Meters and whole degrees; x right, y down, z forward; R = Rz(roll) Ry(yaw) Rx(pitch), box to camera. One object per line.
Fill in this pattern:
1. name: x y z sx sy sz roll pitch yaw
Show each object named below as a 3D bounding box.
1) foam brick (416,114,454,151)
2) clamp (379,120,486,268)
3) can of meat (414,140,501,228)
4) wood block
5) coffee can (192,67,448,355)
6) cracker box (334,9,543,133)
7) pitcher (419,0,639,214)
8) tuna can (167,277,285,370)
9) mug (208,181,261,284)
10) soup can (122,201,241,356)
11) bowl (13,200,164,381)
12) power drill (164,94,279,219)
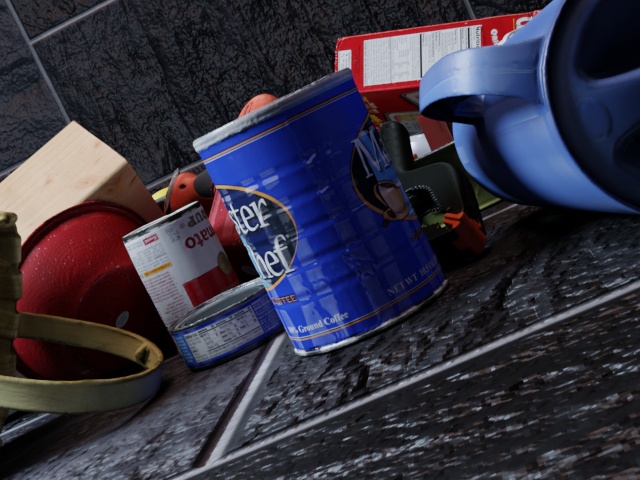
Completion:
1. foam brick: 0.137 -0.096 1.018 0.051 0.078 0.053 -26 7 -20
2. clamp: 0.054 -0.025 0.753 0.164 0.036 0.210 -55 25 -17
3. can of meat: 0.112 -0.053 0.864 0.102 0.057 0.084 -26 5 1
4. wood block: -0.243 0.010 0.896 0.206 0.090 0.090 -45 52 -14
5. coffee can: 0.001 -0.017 0.633 0.103 0.140 0.103 -25 6 3
6. cracker box: 0.140 -0.168 1.099 0.214 0.072 0.164 -4 -11 20
7. pitcher: 0.144 -0.077 0.605 0.145 0.149 0.243 -45 5 -5
8. tuna can: -0.062 0.057 0.753 0.086 0.034 0.086 -25 7 3
9. mug: -0.056 0.001 0.902 0.117 0.093 0.081 103 178 -54
10. soup can: -0.101 0.029 0.825 0.068 0.102 0.068 -25 6 3
11. bowl: -0.176 0.053 0.858 0.161 0.162 0.055 -30 39 -35
12. power drill: -0.036 -0.042 0.960 0.188 0.184 0.057 -28 40 41
